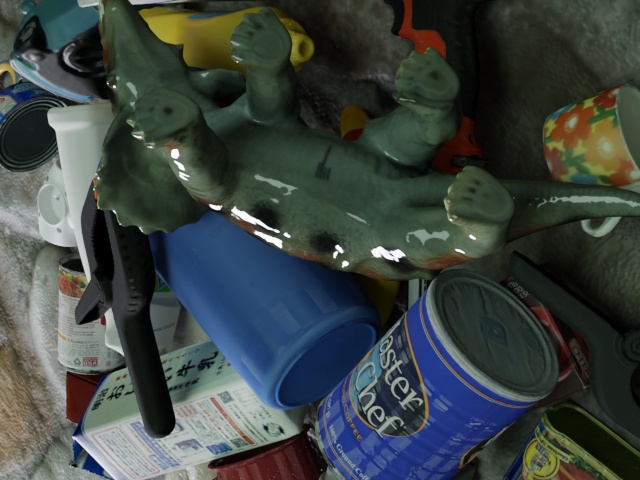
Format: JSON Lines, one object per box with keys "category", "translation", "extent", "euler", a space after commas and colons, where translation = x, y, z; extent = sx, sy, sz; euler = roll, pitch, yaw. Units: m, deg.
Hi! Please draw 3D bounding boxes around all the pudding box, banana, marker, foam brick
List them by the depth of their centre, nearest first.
{"category": "pudding box", "translation": [0.131, 0.079, 0.762], "extent": [0.114, 0.039, 0.090], "euler": [-32, 79, 39]}
{"category": "marker", "translation": [0.074, 0.061, 0.818], "extent": [0.020, 0.020, 0.121], "euler": [10, 105, 37]}
{"category": "banana", "translation": [0.035, -0.003, 0.825], "extent": [0.070, 0.037, 0.198], "euler": [15, 108, 34]}
{"category": "foam brick", "translation": [-0.203, 0.154, 1.040], "extent": [0.078, 0.052, 0.051], "euler": [14, 107, 37]}

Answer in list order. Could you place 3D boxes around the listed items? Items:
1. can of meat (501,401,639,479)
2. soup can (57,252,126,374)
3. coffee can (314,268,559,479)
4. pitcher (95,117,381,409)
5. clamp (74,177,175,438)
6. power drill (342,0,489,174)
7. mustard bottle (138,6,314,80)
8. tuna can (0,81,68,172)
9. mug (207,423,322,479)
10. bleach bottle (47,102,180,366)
{"category": "can of meat", "translation": [0.178, 0.174, 0.733], "extent": [0.102, 0.057, 0.084], "euler": [38, 118, 26]}
{"category": "soup can", "translation": [-0.217, 0.069, 1.024], "extent": [0.069, 0.068, 0.102], "euler": [17, 110, 36]}
{"category": "coffee can", "translation": [0.076, 0.102, 0.719], "extent": [0.103, 0.102, 0.140], "euler": [52, 125, 19]}
{"category": "pitcher", "translation": [-0.055, 0.001, 0.822], "extent": [0.243, 0.144, 0.149], "euler": [50, 148, 29]}
{"category": "clamp", "translation": [-0.152, 0.043, 0.826], "extent": [0.165, 0.036, 0.210], "euler": [50, 145, 34]}
{"category": "power drill", "translation": [0.056, -0.138, 0.751], "extent": [0.185, 0.057, 0.188], "euler": [9, 96, 35]}
{"category": "mustard bottle", "translation": [-0.071, -0.150, 0.820], "extent": [0.192, 0.096, 0.058], "euler": [14, 103, 49]}
{"category": "tuna can", "translation": [-0.285, -0.110, 1.031], "extent": [0.034, 0.085, 0.086], "euler": [41, 122, 27]}
{"category": "mug", "translation": [-0.048, 0.213, 0.892], "extent": [0.093, 0.117, 0.081], "euler": [162, 87, -81]}
{"category": "bleach bottle", "translation": [-0.177, 0.003, 0.954], "extent": [0.068, 0.102, 0.251], "euler": [3, 101, 42]}
